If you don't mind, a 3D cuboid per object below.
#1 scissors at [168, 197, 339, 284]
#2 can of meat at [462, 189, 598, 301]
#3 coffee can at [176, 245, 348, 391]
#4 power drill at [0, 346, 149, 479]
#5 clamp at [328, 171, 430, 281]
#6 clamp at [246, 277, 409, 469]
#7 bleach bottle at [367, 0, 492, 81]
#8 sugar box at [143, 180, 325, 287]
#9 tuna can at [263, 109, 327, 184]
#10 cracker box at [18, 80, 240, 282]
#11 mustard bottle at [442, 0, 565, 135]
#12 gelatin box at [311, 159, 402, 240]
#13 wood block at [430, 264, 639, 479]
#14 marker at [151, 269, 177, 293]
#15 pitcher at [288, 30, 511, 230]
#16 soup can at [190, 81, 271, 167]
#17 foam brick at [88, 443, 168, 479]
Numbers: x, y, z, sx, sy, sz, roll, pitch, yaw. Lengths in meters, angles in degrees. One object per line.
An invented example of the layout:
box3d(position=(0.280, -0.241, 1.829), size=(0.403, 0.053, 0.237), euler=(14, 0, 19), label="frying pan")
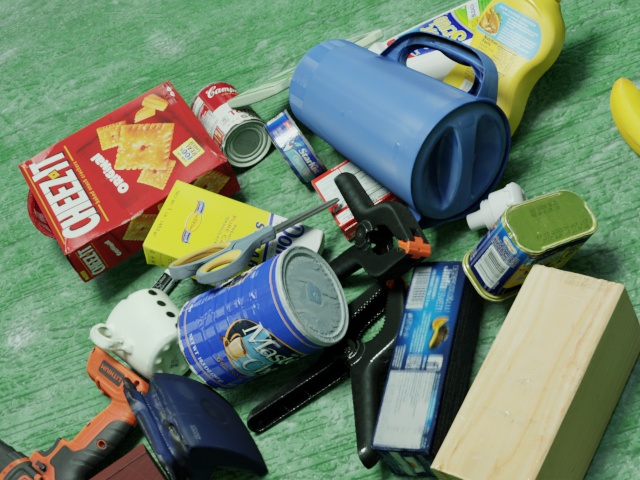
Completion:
box3d(position=(-0.057, 0.001, 1.092), size=(0.201, 0.016, 0.096), euler=(-21, 20, -12), label="scissors")
box3d(position=(0.194, 0.003, 0.983), size=(0.101, 0.084, 0.057), euler=(-18, 66, -29), label="can of meat")
box3d(position=(-0.058, 0.079, 1.060), size=(0.141, 0.102, 0.103), euler=(-27, 44, 31), label="coffee can")
box3d(position=(-0.267, 0.208, 1.133), size=(0.185, 0.057, 0.187), euler=(27, 74, 37), label="power drill")
box3d(position=(0.052, -0.013, 1.076), size=(0.172, 0.039, 0.120), euler=(-1, 88, 56), label="clamp")
box3d(position=(0.024, 0.120, 1.051), size=(0.165, 0.036, 0.209), euler=(1, 52, 38), label="clamp")
box3d(position=(0.135, -0.214, 1.240), size=(0.251, 0.068, 0.102), euler=(-20, 45, 17), label="bleach bottle")
box3d(position=(-0.092, 0.007, 1.151), size=(0.176, 0.048, 0.093), euler=(18, 62, 9), label="sugar box")
box3d(position=(-0.029, -0.107, 1.230), size=(0.034, 0.086, 0.086), euler=(-35, 45, 3), label="tuna can")
box3d(position=(-0.227, -0.075, 1.261), size=(0.213, 0.072, 0.164), euler=(-31, 55, -8), label="cracker box")
box3d(position=(0.204, -0.206, 1.135), size=(0.096, 0.058, 0.192), euler=(41, 111, 35), label="mustard bottle")
box3d(position=(0.041, -0.051, 1.184), size=(0.073, 0.030, 0.089), euler=(-32, 46, 1), label="gelatin box")
box3d(position=(0.188, 0.135, 0.907), size=(0.090, 0.090, 0.206), euler=(14, 63, 37), label="wood block")
box3d(position=(-0.201, 0.077, 1.226), size=(0.020, 0.020, 0.121), euler=(25, 70, 40), label="marker")
box3d(position=(0.078, -0.136, 1.128), size=(0.149, 0.145, 0.243), euler=(-36, 45, -17), label="pitcher")
box3d(position=(-0.111, -0.143, 1.316), size=(0.068, 0.068, 0.102), euler=(-37, 46, -2), label="soup can")
box3d(position=(-0.190, 0.244, 1.040), size=(0.078, 0.051, 0.053), euler=(-33, 6, -11), label="foam brick")
